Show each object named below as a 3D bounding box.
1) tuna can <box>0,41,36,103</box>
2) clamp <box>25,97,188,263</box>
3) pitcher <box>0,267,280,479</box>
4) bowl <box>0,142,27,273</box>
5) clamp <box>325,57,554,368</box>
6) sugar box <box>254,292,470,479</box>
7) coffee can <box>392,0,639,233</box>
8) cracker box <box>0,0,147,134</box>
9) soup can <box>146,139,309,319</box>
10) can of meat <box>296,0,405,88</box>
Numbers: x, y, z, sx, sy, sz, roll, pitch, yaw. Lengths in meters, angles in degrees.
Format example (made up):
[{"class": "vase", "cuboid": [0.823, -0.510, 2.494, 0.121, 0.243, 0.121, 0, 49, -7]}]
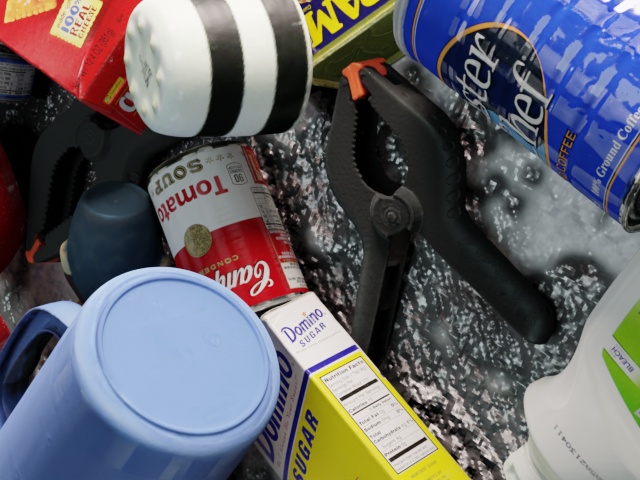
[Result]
[{"class": "tuna can", "cuboid": [-0.240, -0.122, 0.736, 0.086, 0.085, 0.034, 23, 105, 32]}, {"class": "clamp", "cuboid": [-0.143, -0.077, 0.700, 0.165, 0.036, 0.210, 50, 115, 24]}, {"class": "pitcher", "cuboid": [-0.123, 0.112, 0.604, 0.149, 0.145, 0.243, 26, 136, -11]}, {"class": "bowl", "cuboid": [-0.247, -0.040, 0.741, 0.162, 0.055, 0.162, 49, 152, 38]}, {"class": "clamp", "cuboid": [0.041, -0.008, 0.569, 0.120, 0.039, 0.171, -25, 86, 30]}, {"class": "sugar box", "cuboid": [0.021, 0.123, 0.579, 0.176, 0.048, 0.093, 46, 139, 22]}, {"class": "coffee can", "cuboid": [0.117, -0.086, 0.476, 0.140, 0.102, 0.103, 44, 116, 24]}, {"class": "cracker box", "cuboid": [-0.148, -0.189, 0.647, 0.214, 0.072, 0.164, 36, 93, 27]}, {"class": "soup can", "cuboid": [-0.054, 0.001, 0.625, 0.069, 0.068, 0.102, -30, 76, 33]}, {"class": "can of meat", "cuboid": [0.024, -0.143, 0.566, 0.102, 0.057, 0.084, -30, 74, 33]}]
